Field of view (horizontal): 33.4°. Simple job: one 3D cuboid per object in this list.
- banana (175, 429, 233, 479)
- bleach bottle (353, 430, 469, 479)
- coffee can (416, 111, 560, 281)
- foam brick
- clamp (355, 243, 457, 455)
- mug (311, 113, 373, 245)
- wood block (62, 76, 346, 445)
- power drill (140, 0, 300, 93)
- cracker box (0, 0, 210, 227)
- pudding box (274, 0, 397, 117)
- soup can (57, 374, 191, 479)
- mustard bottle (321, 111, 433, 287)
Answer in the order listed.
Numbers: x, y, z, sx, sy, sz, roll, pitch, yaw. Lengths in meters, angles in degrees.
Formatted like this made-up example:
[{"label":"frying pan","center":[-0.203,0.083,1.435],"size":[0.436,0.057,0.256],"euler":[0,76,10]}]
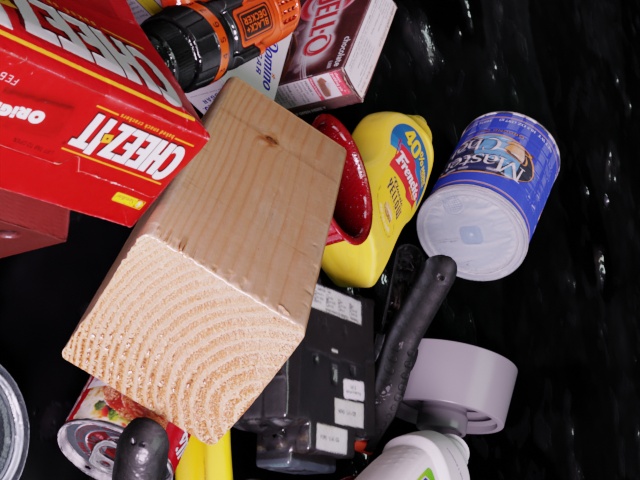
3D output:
[{"label":"banana","center":[-0.070,0.149,0.670],"size":[0.069,0.037,0.198],"euler":[48,36,-86]},{"label":"bleach bottle","center":[0.045,0.203,0.699],"size":[0.250,0.068,0.102],"euler":[-33,109,-57]},{"label":"coffee can","center":[0.160,-0.044,1.005],"size":[0.103,0.103,0.140],"euler":[62,37,-24]},{"label":"foam brick","center":[-0.169,-0.022,0.532],"size":[0.052,0.078,0.051],"euler":[23,61,-51]},{"label":"clamp","center":[0.058,0.080,0.808],"size":[0.120,0.039,0.171],"euler":[133,-27,-82]},{"label":"mug","center":[-0.025,-0.041,0.737],"size":[0.117,0.082,0.093],"euler":[58,29,-32]},{"label":"wood block","center":[-0.053,0.000,0.590],"size":[0.090,0.090,0.206],"euler":[33,28,-10]},{"label":"power drill","center":[-0.091,-0.183,0.631],"size":[0.184,0.057,0.187],"euler":[-41,121,-52]},{"label":"cracker box","center":[-0.163,-0.119,0.486],"size":[0.164,0.072,0.214],"euler":[19,32,-53]},{"label":"pudding box","center":[0.001,-0.145,0.809],"size":[0.039,0.090,0.113],"euler":[50,44,-37]},{"label":"soup can","center":[-0.098,0.084,0.615],"size":[0.068,0.069,0.102],"euler":[54,40,-32]},{"label":"mustard bottle","center":[0.050,-0.051,0.883],"size":[0.191,0.058,0.096],"euler":[-56,135,-48]}]
